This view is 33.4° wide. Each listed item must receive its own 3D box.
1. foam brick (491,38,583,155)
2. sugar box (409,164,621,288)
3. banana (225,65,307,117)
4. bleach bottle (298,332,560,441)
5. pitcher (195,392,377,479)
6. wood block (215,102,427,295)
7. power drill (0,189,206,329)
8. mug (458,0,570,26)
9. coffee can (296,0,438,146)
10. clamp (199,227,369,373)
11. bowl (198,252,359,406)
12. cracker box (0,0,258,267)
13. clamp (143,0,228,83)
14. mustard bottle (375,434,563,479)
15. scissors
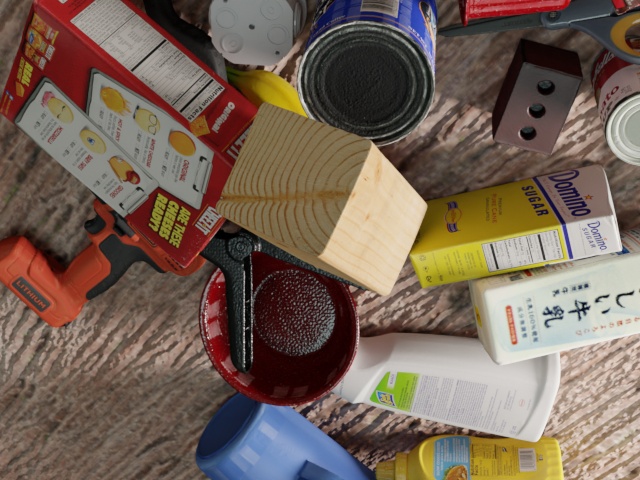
[{"bbox_3d":[0.180,-0.120,0.894,0.053,0.051,0.078,14,125,-2],"label":"foam brick"},{"bbox_3d":[0.169,-0.014,0.943,0.176,0.093,0.048,-15,119,16],"label":"sugar box"},{"bbox_3d":[-0.025,-0.077,0.963,0.070,0.037,0.198,3,127,42],"label":"banana"},{"bbox_3d":[0.104,0.132,1.070,0.251,0.068,0.103,11,126,3],"label":"bleach bottle"},{"bbox_3d":[-0.008,0.267,1.133,0.149,0.145,0.242,-40,108,20],"label":"pitcher"},{"bbox_3d":[0.009,-0.025,0.838,0.091,0.206,0.090,23,87,19],"label":"wood block"},{"bbox_3d":[-0.227,-0.007,1.021,0.188,0.057,0.184,-29,116,24],"label":"power drill"},{"bbox_3d":[0.146,-0.226,0.814,0.081,0.093,0.117,-4,87,4],"label":"mug"},{"bbox_3d":[0.040,-0.151,0.837,0.103,0.140,0.103,3,124,5],"label":"coffee can"},{"bbox_3d":[-0.056,0.001,0.978,0.165,0.036,0.210,-27,94,18],"label":"clamp"},{"bbox_3d":[-0.034,0.076,1.033,0.162,0.055,0.162,3,100,17],"label":"bowl"},{"bbox_3d":[-0.150,-0.098,0.877,0.213,0.072,0.164,40,144,-3],"label":"cracker box"},{"bbox_3d":[-0.147,-0.164,0.912,0.120,0.039,0.171,-25,107,30],"label":"clamp"},{"bbox_3d":[0.154,0.245,1.118,0.191,0.096,0.058,1,125,7],"label":"mustard bottle"},{"bbox_3d":[0.199,-0.164,0.851,0.202,0.096,0.016,-19,160,17],"label":"scissors"}]
